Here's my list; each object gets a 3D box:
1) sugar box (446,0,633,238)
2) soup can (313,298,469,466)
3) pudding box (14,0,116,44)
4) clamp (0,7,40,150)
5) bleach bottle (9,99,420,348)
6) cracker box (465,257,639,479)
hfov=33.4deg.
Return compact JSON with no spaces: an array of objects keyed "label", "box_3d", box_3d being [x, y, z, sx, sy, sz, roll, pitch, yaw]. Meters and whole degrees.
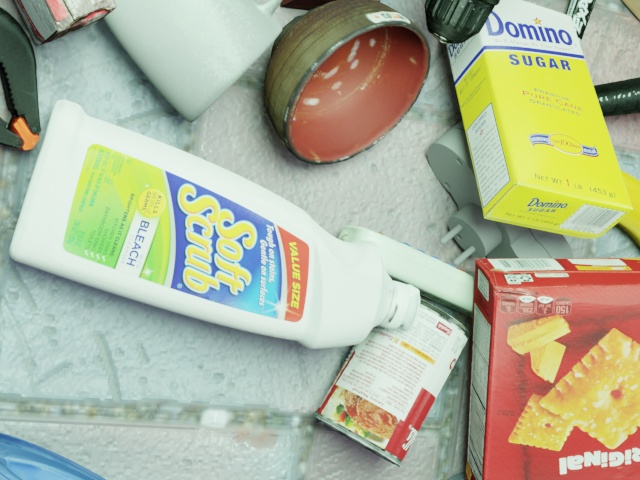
[{"label":"sugar box","box_3d":[0.142,-0.089,0.719,0.093,0.048,0.176,10,55,-24]},{"label":"soup can","box_3d":[0.049,0.092,0.726,0.068,0.069,0.102,34,79,-22]},{"label":"pudding box","box_3d":[-0.157,-0.158,0.595,0.039,0.114,0.090,-29,104,-16]},{"label":"clamp","box_3d":[-0.214,-0.129,0.611,0.120,0.039,0.171,-47,115,-5]},{"label":"bleach bottle","box_3d":[-0.054,0.001,0.656,0.250,0.068,0.102,17,90,-15]},{"label":"cracker box","box_3d":[0.186,0.121,0.722,0.164,0.072,0.214,0,104,-2]}]
